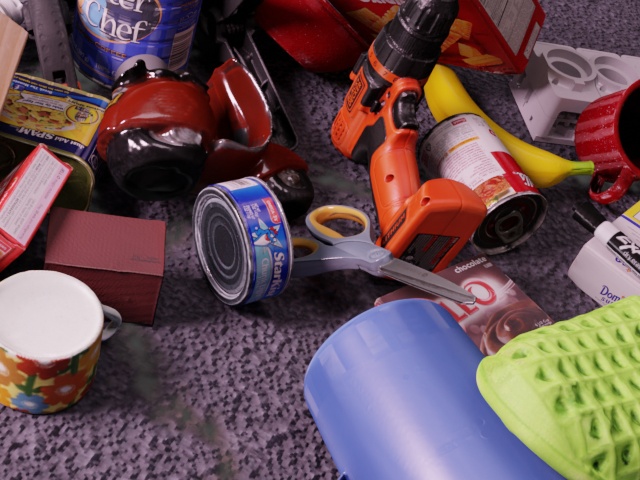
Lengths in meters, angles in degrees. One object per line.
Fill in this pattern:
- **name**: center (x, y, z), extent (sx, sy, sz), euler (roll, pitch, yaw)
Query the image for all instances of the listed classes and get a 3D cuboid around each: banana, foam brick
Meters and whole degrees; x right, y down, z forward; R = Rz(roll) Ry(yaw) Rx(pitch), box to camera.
- **banana**: center (0.148, -0.100, 0.955), extent (0.069, 0.037, 0.198), euler (-21, 51, -39)
- **foam brick**: center (-0.144, 0.018, 0.704), extent (0.078, 0.051, 0.053), euler (8, 44, -13)

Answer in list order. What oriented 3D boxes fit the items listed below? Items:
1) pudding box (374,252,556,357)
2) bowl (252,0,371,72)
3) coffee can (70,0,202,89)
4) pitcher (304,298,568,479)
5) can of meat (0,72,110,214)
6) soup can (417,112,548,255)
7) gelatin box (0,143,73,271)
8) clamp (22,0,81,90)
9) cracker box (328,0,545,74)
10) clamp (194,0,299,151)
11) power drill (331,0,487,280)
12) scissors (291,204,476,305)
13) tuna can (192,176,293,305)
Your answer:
- **pudding box**: center (0.103, 0.064, 0.762), extent (0.113, 0.039, 0.090), euler (-20, 54, -36)
- **bowl**: center (-0.022, -0.201, 0.949), extent (0.162, 0.055, 0.162), euler (43, 8, -8)
- **coffee can**: center (-0.146, -0.206, 0.873), extent (0.102, 0.140, 0.103), euler (11, 42, -11)
- **pitcher**: center (0.075, 0.154, 0.598), extent (0.149, 0.145, 0.243), euler (18, 30, -44)
- **can of meat**: center (-0.203, -0.072, 0.772), extent (0.102, 0.057, 0.084), euler (17, 40, -4)
- **soup can**: center (0.130, -0.047, 0.871), extent (0.068, 0.069, 0.102), euler (-6, 48, -27)
- **gelatin box**: center (-0.206, -0.013, 0.693), extent (0.030, 0.073, 0.089), euler (41, 37, -22)
- **clamp**: center (-0.219, -0.177, 0.862), extent (0.039, 0.120, 0.171), euler (-11, 74, -5)
- **cracker box**: center (0.080, -0.220, 0.908), extent (0.164, 0.072, 0.213), euler (17, -6, 29)
- **clamp**: center (-0.072, -0.173, 0.903), extent (0.036, 0.164, 0.210), euler (-17, 30, -23)
- **power drill**: center (0.070, -0.078, 0.807), extent (0.057, 0.185, 0.187), euler (5, 53, -20)
- **scissors**: center (0.020, 0.019, 0.727), extent (0.096, 0.016, 0.202), euler (-22, 26, -11)
- **tuna can**: center (-0.055, 0.001, 0.732), extent (0.033, 0.086, 0.086), euler (-14, 52, -31)
